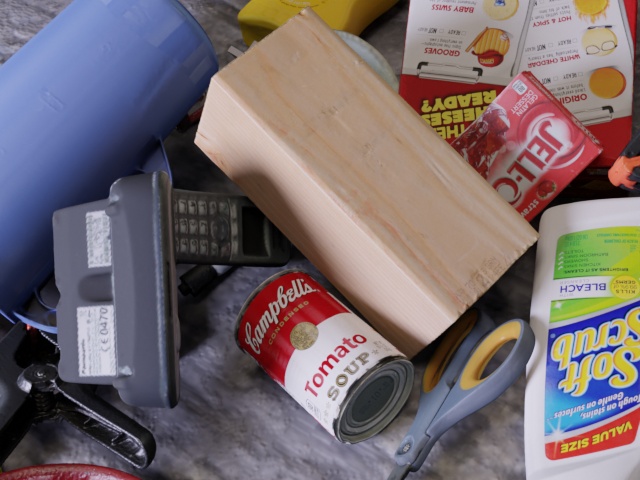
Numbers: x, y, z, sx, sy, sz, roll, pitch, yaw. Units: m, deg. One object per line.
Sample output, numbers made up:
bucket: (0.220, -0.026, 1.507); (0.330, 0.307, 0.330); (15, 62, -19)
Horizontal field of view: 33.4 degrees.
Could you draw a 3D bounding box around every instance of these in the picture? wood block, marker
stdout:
wood block: (0.026, -0.035, 0.686); (0.206, 0.091, 0.090); (46, 66, 7)
marker: (-0.055, 0.001, 0.784); (0.121, 0.020, 0.020); (-39, 53, -17)

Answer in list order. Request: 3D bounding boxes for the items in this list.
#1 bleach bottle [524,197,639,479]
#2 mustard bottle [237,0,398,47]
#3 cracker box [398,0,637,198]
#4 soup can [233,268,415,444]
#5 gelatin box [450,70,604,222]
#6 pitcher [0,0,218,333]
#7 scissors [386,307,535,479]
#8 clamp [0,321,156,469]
bleach bottle: (0.172, 0.092, 0.624); (0.103, 0.068, 0.250); (-3, 53, 19)
mustard bottle: (0.023, -0.224, 0.924); (0.096, 0.058, 0.191); (27, 62, 31)
cracker box: (0.146, -0.140, 0.779); (0.164, 0.072, 0.213); (2, 71, 17)
soup can: (0.002, 0.073, 0.679); (0.068, 0.068, 0.102); (-39, 53, -18)
gelatin box: (0.128, -0.055, 0.697); (0.073, 0.030, 0.089); (45, 111, 3)
pitcher: (-0.177, -0.064, 0.742); (0.242, 0.149, 0.145); (-50, 40, -14)
scissors: (0.069, 0.117, 0.630); (0.096, 0.016, 0.201); (-25, 30, 53)
clamp: (-0.188, 0.105, 0.692); (0.120, 0.039, 0.172); (-6, 27, -27)
